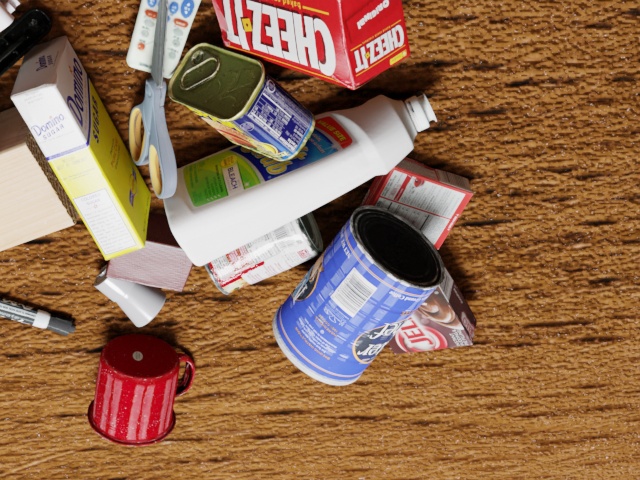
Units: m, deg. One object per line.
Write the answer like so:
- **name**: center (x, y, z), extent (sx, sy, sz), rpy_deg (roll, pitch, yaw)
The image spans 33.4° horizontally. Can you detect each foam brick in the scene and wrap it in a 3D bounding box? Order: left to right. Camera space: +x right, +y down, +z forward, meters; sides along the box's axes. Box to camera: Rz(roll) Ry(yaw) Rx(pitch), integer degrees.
- **foam brick**: center (-0.161, 0.008, 1.022), extent (0.078, 0.053, 0.051), rpy_deg (13, 123, -12)

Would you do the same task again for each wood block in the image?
- **wood block**: center (-0.325, -0.039, 0.953), extent (0.206, 0.090, 0.091), rpy_deg (-19, 125, 9)

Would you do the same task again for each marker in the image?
- **marker**: center (-0.306, 0.072, 1.076), extent (0.121, 0.020, 0.020), rpy_deg (19, 122, -18)

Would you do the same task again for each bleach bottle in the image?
- **bleach bottle**: center (-0.017, -0.070, 0.962), extent (0.251, 0.102, 0.068), rpy_deg (-25, 131, 5)

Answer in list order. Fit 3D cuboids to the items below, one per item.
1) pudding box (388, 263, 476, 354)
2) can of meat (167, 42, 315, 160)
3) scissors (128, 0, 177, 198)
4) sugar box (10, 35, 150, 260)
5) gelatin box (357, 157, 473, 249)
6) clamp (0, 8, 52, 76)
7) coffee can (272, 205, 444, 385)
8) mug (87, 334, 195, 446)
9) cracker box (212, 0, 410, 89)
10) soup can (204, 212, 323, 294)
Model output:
- **pudding box**: center (0.095, 0.063, 1.075), extent (0.090, 0.039, 0.113), rpy_deg (-12, 127, 30)
- **can of meat**: center (-0.065, -0.115, 0.904), extent (0.083, 0.102, 0.057), rpy_deg (36, 82, -48)
- **scissors**: center (-0.132, -0.106, 0.890), extent (0.016, 0.096, 0.202), rpy_deg (-16, 162, -24)
- **sugar box**: center (-0.204, -0.080, 0.931), extent (0.048, 0.093, 0.176), rpy_deg (-16, 125, 6)
- **gelatin box**: center (0.090, -0.038, 1.024), extent (0.089, 0.030, 0.073), rpy_deg (17, 124, -17)
- **clamp**: center (-0.310, -0.100, 0.857), extent (0.210, 0.164, 0.036), rpy_deg (-36, 111, 14)
- **coffee can**: center (0.034, 0.052, 0.994), extent (0.102, 0.103, 0.140), rpy_deg (25, 123, -20)
- **mug**: center (-0.180, 0.149, 1.107), extent (0.117, 0.093, 0.081), rpy_deg (-11, 127, -36)
- **cracker box**: center (-0.028, -0.234, 0.791), extent (0.072, 0.164, 0.213), rpy_deg (-35, 130, -27)
- **soup can**: center (-0.057, 0.001, 1.016), extent (0.102, 0.068, 0.068), rpy_deg (-24, 124, 11)
